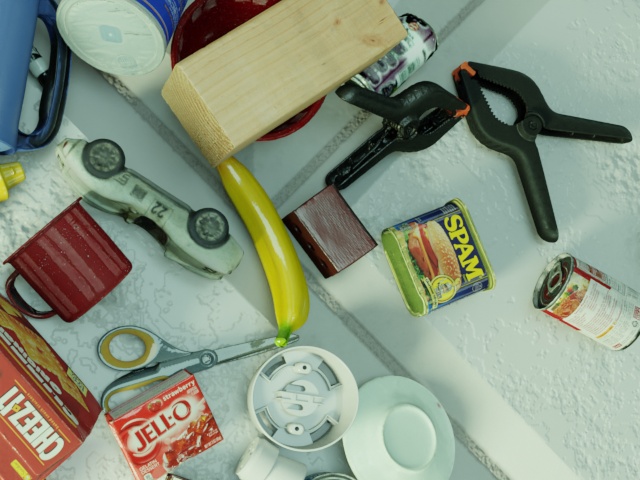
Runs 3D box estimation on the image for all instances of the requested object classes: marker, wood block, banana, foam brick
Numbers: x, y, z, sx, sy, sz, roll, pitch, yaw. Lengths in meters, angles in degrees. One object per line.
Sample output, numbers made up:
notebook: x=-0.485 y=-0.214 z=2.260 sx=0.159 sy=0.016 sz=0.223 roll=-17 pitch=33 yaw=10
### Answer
marker: x=-0.284 y=-0.185 z=1.021 sx=0.020 sy=0.020 sz=0.121 roll=-38 pitch=93 yaw=-19
wood block: x=-0.034 y=-0.166 z=0.997 sx=0.205 sy=0.091 sz=0.090 roll=-35 pitch=93 yaw=-19
banana: x=-0.050 y=0.006 z=1.040 sx=0.037 sy=0.069 sz=0.198 roll=-23 pitch=80 yaw=14
foam brick: x=0.008 y=-0.008 z=1.064 sx=0.051 sy=0.053 sz=0.078 roll=-37 pitch=92 yaw=-19

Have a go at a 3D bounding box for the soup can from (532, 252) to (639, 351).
soup can: x=0.286 y=0.066 z=1.128 sx=0.102 sy=0.069 sz=0.068 roll=28 pitch=74 yaw=-11

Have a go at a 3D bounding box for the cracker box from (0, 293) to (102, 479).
cracker box: x=-0.260 y=0.111 z=0.874 sx=0.072 sy=0.214 sz=0.164 roll=-42 pitch=93 yaw=-8

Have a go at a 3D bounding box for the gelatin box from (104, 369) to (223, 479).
gelatin box: x=-0.145 y=0.173 z=0.990 sx=0.089 sy=0.030 sz=0.073 roll=-28 pitch=107 yaw=-19

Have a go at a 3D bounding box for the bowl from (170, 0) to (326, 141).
bowl: x=-0.074 y=-0.171 z=1.064 sx=0.162 sy=0.055 sz=0.162 roll=3 pitch=80 yaw=-17

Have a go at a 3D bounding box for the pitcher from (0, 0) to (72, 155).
pitcher: x=-0.304 y=-0.200 z=0.953 sx=0.145 sy=0.149 sz=0.243 roll=10 pitch=82 yaw=7

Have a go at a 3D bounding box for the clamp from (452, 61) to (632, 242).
clamp: x=0.221 y=-0.110 z=1.153 sx=0.210 sy=0.036 sz=0.164 roll=35 pitch=73 yaw=-7

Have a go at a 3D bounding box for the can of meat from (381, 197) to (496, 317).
can of meat: x=0.118 y=0.019 z=1.092 sx=0.083 sy=0.057 sz=0.102 roll=-21 pitch=87 yaw=-16

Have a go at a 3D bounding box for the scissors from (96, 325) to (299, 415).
scissors: x=-0.125 y=0.100 z=1.024 sx=0.201 sy=0.016 sz=0.096 roll=-28 pitch=94 yaw=-19

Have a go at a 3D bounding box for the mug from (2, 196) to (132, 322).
mug: x=-0.235 y=0.028 z=0.972 sx=0.117 sy=0.093 sz=0.081 roll=-38 pitch=99 yaw=12

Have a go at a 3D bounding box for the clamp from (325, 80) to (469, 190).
clamp: x=0.075 y=-0.112 z=1.095 sx=0.171 sy=0.120 sz=0.039 roll=-9 pitch=46 yaw=-32

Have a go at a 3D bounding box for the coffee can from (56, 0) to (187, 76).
coffee can: x=-0.173 y=-0.239 z=0.998 sx=0.102 sy=0.103 sz=0.140 roll=24 pitch=55 yaw=-12
